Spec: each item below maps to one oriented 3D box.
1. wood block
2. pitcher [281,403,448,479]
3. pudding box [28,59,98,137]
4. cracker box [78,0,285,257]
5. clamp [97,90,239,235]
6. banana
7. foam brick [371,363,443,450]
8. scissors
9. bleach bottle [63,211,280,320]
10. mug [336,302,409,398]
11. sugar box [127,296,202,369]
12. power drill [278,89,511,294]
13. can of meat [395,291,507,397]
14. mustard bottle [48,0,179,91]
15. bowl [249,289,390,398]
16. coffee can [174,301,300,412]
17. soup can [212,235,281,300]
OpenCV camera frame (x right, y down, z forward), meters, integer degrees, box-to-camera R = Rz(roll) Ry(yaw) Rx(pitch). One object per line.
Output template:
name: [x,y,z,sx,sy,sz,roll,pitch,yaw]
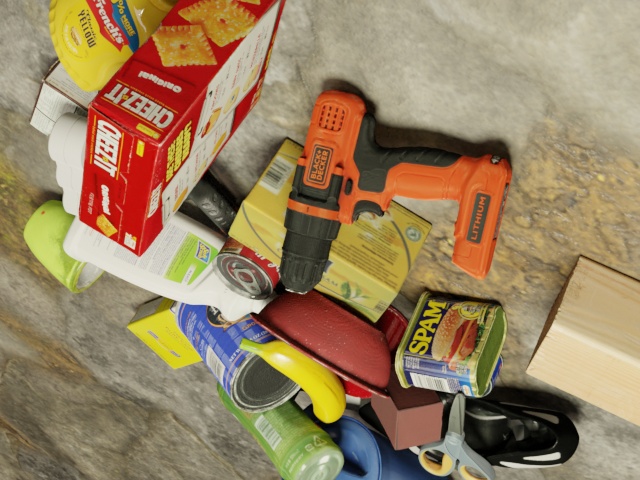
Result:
wood block: [0.305,0.111,0.965,0.206,0.090,0.091,25,144,9]
pitcher: [0.065,0.296,1.307,0.145,0.149,0.242,1,160,34]
pudding box: [-0.247,-0.127,1.130,0.113,0.039,0.090,33,145,-7]
cracker box: [-0.114,-0.116,0.885,0.072,0.213,0.164,30,146,4]
clamp: [-0.129,-0.059,1.068,0.165,0.036,0.209,47,179,43]
banana: [-0.010,0.151,1.141,0.070,0.037,0.197,13,154,37]
foam brick: [0.090,0.170,1.112,0.051,0.078,0.053,-8,122,-15]
scissors: [0.158,0.217,1.125,0.096,0.016,0.202,27,150,3]
bleach bottle: [-0.157,0.025,1.167,0.251,0.102,0.068,27,179,22]
mug: [0.042,0.112,1.173,0.093,0.081,0.117,10,141,27]
sugar box: [-0.163,0.108,1.356,0.093,0.048,0.177,44,145,-19]
power drill: [0.062,-0.025,0.931,0.188,0.057,0.184,15,99,13]
can of meat: [0.134,0.106,1.080,0.084,0.102,0.057,7,140,27]
mustard bottle: [-0.169,-0.200,0.939,0.192,0.058,0.096,-14,96,49]
bowl: [0.012,0.092,1.055,0.162,0.055,0.162,31,179,0]
coffee can: [-0.088,0.109,1.199,0.140,0.102,0.103,46,161,42]
soup can: [-0.057,0.001,1.090,0.068,0.102,0.068,20,144,15]
